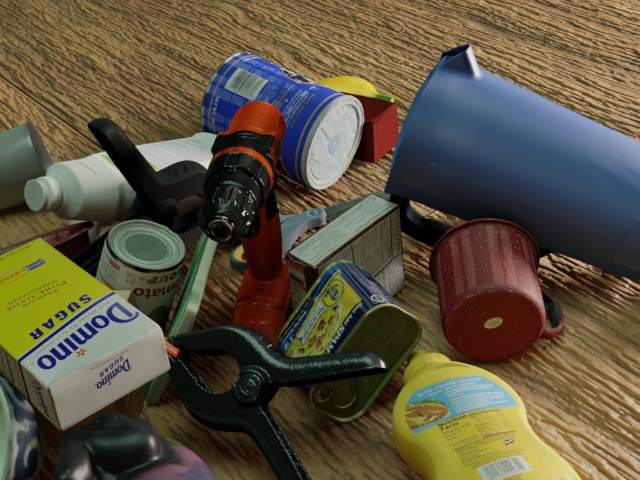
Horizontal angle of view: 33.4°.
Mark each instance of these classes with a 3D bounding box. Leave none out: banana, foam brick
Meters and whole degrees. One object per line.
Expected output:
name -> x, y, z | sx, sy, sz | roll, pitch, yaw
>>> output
banana -> -0.014, -0.154, 1.239 | 0.197, 0.037, 0.070 | -22, 36, -19
foam brick -> 0.041, -0.125, 1.171 | 0.078, 0.051, 0.052 | 17, 40, 33

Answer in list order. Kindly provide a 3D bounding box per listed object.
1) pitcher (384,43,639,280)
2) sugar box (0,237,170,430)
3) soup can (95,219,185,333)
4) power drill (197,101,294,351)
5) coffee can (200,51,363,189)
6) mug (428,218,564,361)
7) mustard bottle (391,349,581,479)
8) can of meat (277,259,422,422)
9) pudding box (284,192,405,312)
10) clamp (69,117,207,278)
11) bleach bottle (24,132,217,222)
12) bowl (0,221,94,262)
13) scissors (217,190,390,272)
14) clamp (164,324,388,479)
pitcher -> 0.182, -0.050, 0.922 | 0.243, 0.149, 0.145 | 23, 78, 4
sugar box -> -0.198, 0.062, 0.780 | 0.093, 0.048, 0.176 | -29, 37, -32
soup can -> -0.156, 0.041, 0.902 | 0.068, 0.102, 0.068 | 14, 35, -10
power drill -> -0.056, 0.001, 0.878 | 0.057, 0.188, 0.184 | 3, 33, 9
coffee can -> -0.040, -0.127, 1.121 | 0.140, 0.103, 0.102 | 27, 46, 26
mug -> 0.147, 0.047, 0.868 | 0.117, 0.093, 0.081 | 24, 35, -17
mustard bottle -> 0.103, 0.139, 0.753 | 0.096, 0.058, 0.192 | -14, 34, -11
can of meat -> 0.019, 0.076, 0.836 | 0.102, 0.057, 0.084 | -54, 34, 9
pudding box -> 0.024, 0.025, 0.913 | 0.039, 0.090, 0.113 | 22, 44, 36
clamp -> -0.148, -0.036, 0.942 | 0.036, 0.165, 0.209 | 33, 27, 29
bleach bottle -> -0.175, -0.058, 1.023 | 0.103, 0.068, 0.250 | 21, 21, 35
bowl -> -0.272, 0.036, 0.965 | 0.162, 0.055, 0.162 | -19, 11, 3
scissors -> -0.010, -0.010, 1.042 | 0.201, 0.016, 0.096 | -9, 35, -1
clamp -> -0.046, 0.120, 0.778 | 0.172, 0.039, 0.120 | 13, 71, 21
